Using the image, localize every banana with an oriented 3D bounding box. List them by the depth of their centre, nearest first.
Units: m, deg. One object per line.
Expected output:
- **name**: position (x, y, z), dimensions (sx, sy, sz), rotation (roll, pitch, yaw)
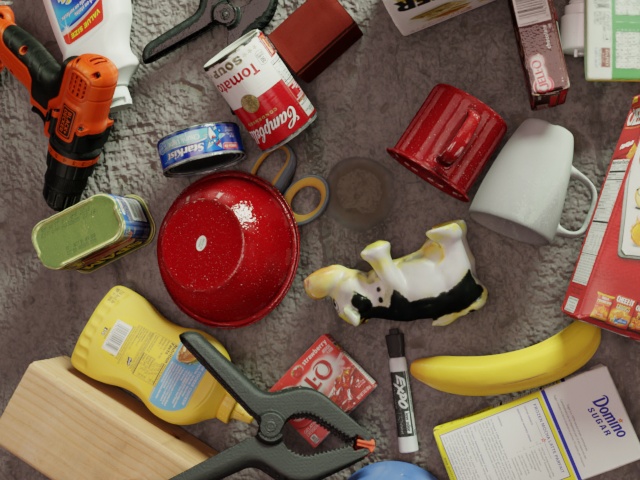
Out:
- **banana**: position (0.184, 0.114, 1.013), dimensions (0.198, 0.069, 0.037), rotation (-20, 123, 9)

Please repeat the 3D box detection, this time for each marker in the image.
- **marker**: position (0.079, 0.147, 1.048), dimensions (0.020, 0.020, 0.121), rotation (-8, 87, 11)

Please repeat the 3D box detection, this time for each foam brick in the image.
- **foam brick**: position (-0.005, -0.202, 1.057), dimensions (0.078, 0.053, 0.051), rotation (-41, 82, 7)

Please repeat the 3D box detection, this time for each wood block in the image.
- **wood block**: position (-0.209, 0.208, 1.069), dimensions (0.206, 0.090, 0.090), rotation (30, 94, 11)

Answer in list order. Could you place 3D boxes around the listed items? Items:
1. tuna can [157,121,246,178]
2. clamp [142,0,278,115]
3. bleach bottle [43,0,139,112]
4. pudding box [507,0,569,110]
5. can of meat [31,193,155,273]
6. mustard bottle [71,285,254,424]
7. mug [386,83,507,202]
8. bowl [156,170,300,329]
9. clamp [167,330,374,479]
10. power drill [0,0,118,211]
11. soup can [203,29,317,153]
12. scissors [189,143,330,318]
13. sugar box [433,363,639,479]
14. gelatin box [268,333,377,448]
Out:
- **tuna can**: position (-0.118, -0.090, 1.060), dimensions (0.086, 0.086, 0.034), rotation (-15, 84, 11)
- **clamp**: position (-0.105, -0.226, 1.083), dimensions (0.120, 0.039, 0.171), rotation (21, 93, -1)
- **bleach bottle**: position (-0.236, -0.258, 1.101), dimensions (0.103, 0.068, 0.251), rotation (-18, 87, 13)
- **pudding box**: position (0.202, -0.184, 0.995), dimensions (0.039, 0.090, 0.113), rotation (-10, 86, 9)
- **can of meat**: position (-0.230, -0.008, 1.082), dimensions (0.102, 0.084, 0.057), rotation (-26, 84, 9)
- **mustard bottle**: position (-0.148, 0.130, 1.074), dimensions (0.192, 0.058, 0.096), rotation (28, 81, 11)
- **mug**: position (0.123, -0.094, 0.999), dimensions (0.093, 0.117, 0.081), rotation (33, 90, -1)
- **bowl**: position (-0.104, 0.007, 1.056), dimensions (0.162, 0.055, 0.162), rotation (-2, 84, 22)
- **clamp**: position (-0.056, 0.189, 1.009), dimensions (0.210, 0.036, 0.164), rotation (17, 69, -1)
- **power drill**: position (-0.295, -0.143, 1.094), dimensions (0.188, 0.057, 0.185), rotation (36, 124, 16)
- **soup can**: position (-0.058, -0.146, 1.041), dimensions (0.068, 0.068, 0.102), rotation (-33, 106, 9)
- **scissors**: position (-0.057, 0.001, 1.081), dimensions (0.096, 0.016, 0.202), rotation (21, 93, 12)
- **sugar box**: position (0.204, 0.191, 1.010), dimensions (0.176, 0.048, 0.093), rotation (-22, 84, 7)
- **gelatin box**: position (0.000, 0.149, 1.059), dimensions (0.073, 0.030, 0.089), rotation (45, 97, 9)
